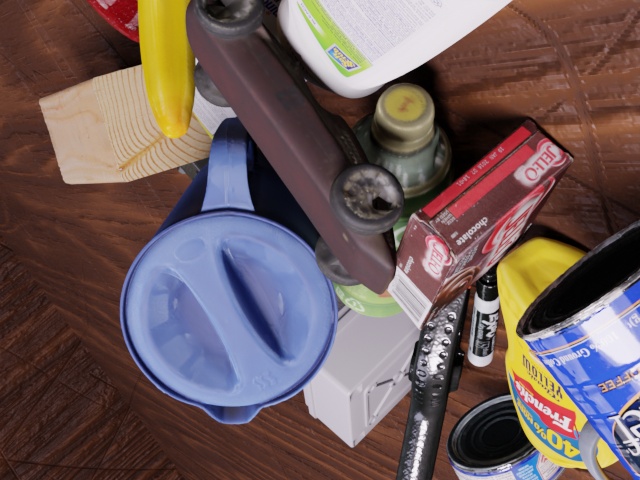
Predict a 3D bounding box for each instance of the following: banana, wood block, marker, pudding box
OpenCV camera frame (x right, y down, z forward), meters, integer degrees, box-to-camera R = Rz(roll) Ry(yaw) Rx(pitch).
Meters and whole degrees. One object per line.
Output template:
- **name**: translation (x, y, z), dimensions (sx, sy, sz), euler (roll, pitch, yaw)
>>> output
- **banana**: translation (-0.097, -0.163, 0.667), dimensions (0.070, 0.037, 0.198), euler (-142, 52, -82)
- **wood block**: translation (-0.177, -0.105, 0.959), dimensions (0.206, 0.090, 0.090), euler (5, 113, 63)
- **marker**: translation (0.114, 0.052, 0.741), dimensions (0.020, 0.020, 0.121), euler (41, 158, 26)
- **pudding box**: translation (0.085, -0.006, 0.596), dimensions (0.039, 0.090, 0.113), euler (48, 161, 12)

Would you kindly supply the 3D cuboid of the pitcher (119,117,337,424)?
- **pitcher**: translation (-0.055, 0.001, 0.754), dimensions (0.145, 0.149, 0.243), euler (42, -167, -13)

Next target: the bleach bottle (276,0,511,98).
- **bleach bottle**: translation (0.024, -0.133, 0.544), dimensions (0.102, 0.068, 0.251), euler (56, 163, -6)

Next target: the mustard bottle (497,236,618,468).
- **mustard bottle**: translation (0.154, 0.088, 0.658), dimensions (0.096, 0.058, 0.191), euler (42, 160, 35)

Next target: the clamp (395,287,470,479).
- **clamp**: translation (0.085, 0.087, 0.765), dimensions (0.036, 0.164, 0.210), euler (11, 126, 10)

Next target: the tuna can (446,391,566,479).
- **tuna can**: translation (0.135, 0.148, 0.768), dimensions (0.086, 0.086, 0.033), euler (14, 137, 60)
